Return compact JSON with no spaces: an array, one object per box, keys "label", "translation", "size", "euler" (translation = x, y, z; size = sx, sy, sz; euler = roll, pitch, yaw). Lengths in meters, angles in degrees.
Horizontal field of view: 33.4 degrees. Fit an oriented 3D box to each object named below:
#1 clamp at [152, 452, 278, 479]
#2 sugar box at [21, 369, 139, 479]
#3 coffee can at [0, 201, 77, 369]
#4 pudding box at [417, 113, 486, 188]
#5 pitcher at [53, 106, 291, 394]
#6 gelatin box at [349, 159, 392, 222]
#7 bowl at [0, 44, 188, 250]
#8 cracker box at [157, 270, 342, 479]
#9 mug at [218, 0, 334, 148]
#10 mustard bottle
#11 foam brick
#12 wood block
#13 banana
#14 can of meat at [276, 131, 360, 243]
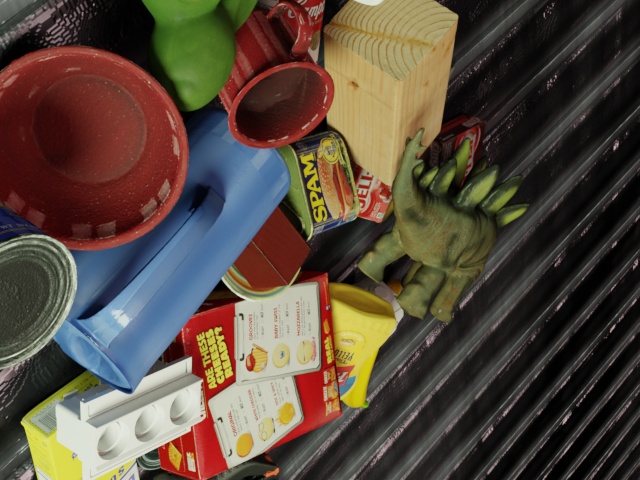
[{"label":"clamp","translation":[-0.117,0.257,1.123],"size":[0.171,0.039,0.120],"euler":[-25,149,-33]},{"label":"sugar box","translation":[-0.226,0.213,1.030],"size":[0.093,0.048,0.176],"euler":[-36,139,-35]},{"label":"coffee can","translation":[-0.254,0.013,0.747],"size":[0.102,0.140,0.103],"euler":[-33,139,-35]},{"label":"pudding box","translation":[0.159,-0.090,1.316],"size":[0.089,0.039,0.113],"euler":[-29,136,-39]},{"label":"pitcher","translation":[-0.132,0.000,0.904],"size":[0.242,0.149,0.145],"euler":[-50,147,-21]},{"label":"gelatin box","translation":[0.050,-0.070,1.177],"size":[0.073,0.030,0.089],"euler":[14,103,-39]},{"label":"bowl","translation":[-0.180,-0.076,0.813],"size":[0.162,0.055,0.162],"euler":[-1,115,-3]},{"label":"cracker box","translation":[-0.076,0.131,1.101],"size":[0.213,0.072,0.164],"euler":[-15,103,-46]},{"label":"mug","translation":[-0.042,-0.145,0.875],"size":[0.093,0.081,0.117],"euler":[-2,139,-34]},{"label":"mustard bottle","translation":[0.004,0.139,1.241],"size":[0.096,0.058,0.192],"euler":[18,122,-21]},{"label":"foam brick","translation":[-0.057,0.001,1.021],"size":[0.078,0.053,0.051],"euler":[53,51,-29]},{"label":"wood block","translation":[0.065,-0.151,1.040],"size":[0.090,0.091,0.206],"euler":[-49,164,-17]},{"label":"banana","translation":[0.059,0.142,1.372],"size":[0.069,0.037,0.198],"euler":[-38,147,-61]},{"label":"can of meat","translation":[-0.012,-0.055,1.073],"size":[0.083,0.058,0.102],"euler":[-21,101,-47]}]
